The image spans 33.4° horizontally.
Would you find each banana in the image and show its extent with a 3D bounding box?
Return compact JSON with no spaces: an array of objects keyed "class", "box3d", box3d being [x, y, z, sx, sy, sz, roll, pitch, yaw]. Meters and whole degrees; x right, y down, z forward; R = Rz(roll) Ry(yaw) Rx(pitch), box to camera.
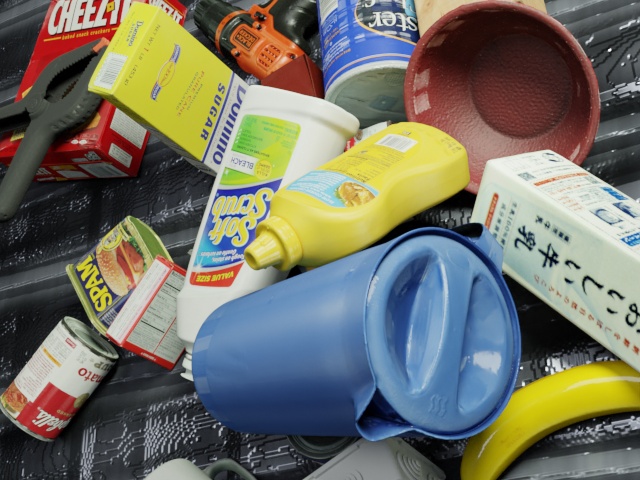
[{"class":"banana","box3d":[0.173,0.129,0.760,0.198,0.037,0.070,-35,71,17]}]

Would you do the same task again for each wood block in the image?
[{"class":"wood block","box3d":[0.133,-0.247,0.938,0.090,0.090,0.206,-21,57,24]}]

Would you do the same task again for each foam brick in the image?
[{"class":"foam brick","box3d":[-0.011,-0.122,0.983,0.051,0.078,0.053,-26,55,20]}]

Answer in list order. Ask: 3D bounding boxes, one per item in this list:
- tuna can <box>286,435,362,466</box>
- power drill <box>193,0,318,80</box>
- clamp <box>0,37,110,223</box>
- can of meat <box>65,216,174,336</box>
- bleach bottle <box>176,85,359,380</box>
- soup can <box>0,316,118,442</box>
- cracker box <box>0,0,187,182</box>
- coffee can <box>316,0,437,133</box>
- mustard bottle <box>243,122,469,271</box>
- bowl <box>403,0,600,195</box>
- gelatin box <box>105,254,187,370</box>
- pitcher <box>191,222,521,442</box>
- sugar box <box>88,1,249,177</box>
[{"class":"tuna can","box3d":[0.012,0.140,0.863,0.086,0.033,0.086,-16,59,28]},{"class":"power drill","box3d":[-0.032,-0.254,1.080,0.188,0.057,0.185,-51,50,5]},{"class":"clamp","box3d":[-0.285,-0.123,1.102,0.210,0.036,0.165,-36,51,12]},{"class":"can of meat","box3d":[-0.189,0.037,1.040,0.084,0.057,0.102,-41,51,7]},{"class":"bleach bottle","box3d":[-0.056,0.001,0.893,0.103,0.068,0.251,18,88,36]},{"class":"soup can","box3d":[-0.251,0.133,1.028,0.102,0.068,0.069,-52,50,1]},{"class":"cracker box","box3d":[-0.254,-0.175,1.182,0.164,0.072,0.213,0,67,34]},{"class":"coffee can","box3d":[0.050,-0.177,0.952,0.103,0.102,0.140,-20,57,25]},{"class":"mustard bottle","box3d":[0.019,-0.028,0.820,0.191,0.058,0.096,-31,36,-31]},{"class":"bowl","box3d":[0.150,-0.116,0.852,0.162,0.055,0.162,13,117,27]},{"class":"gelatin box","box3d":[-0.144,0.066,0.982,0.030,0.073,0.089,29,86,40]},{"class":"pitcher","box3d":[0.017,0.071,0.758,0.243,0.149,0.145,-17,75,52]},{"class":"sugar box","box3d":[-0.129,-0.137,1.007,0.048,0.176,0.093,21,81,42]}]
